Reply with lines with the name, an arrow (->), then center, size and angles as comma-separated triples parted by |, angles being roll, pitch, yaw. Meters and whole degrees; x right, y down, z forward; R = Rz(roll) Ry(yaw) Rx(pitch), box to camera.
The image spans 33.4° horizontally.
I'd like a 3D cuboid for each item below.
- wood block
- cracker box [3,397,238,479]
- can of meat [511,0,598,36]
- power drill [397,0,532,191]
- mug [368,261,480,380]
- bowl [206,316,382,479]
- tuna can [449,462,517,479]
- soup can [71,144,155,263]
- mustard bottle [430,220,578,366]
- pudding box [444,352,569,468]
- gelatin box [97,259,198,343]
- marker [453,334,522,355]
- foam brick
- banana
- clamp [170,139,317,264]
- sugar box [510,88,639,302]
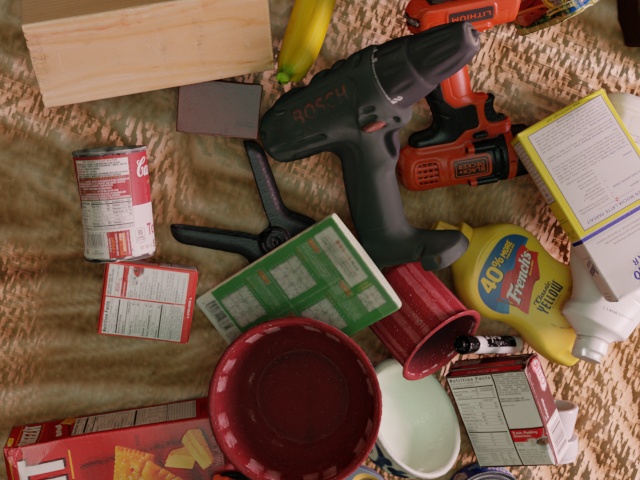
wood block -> -0.152, -0.193, 0.948 | 0.206, 0.091, 0.090 | -11, 134, -6
cracker box -> -0.183, 0.250, 1.031 | 0.213, 0.072, 0.164 | -8, 99, -6
can of meat -> 0.205, -0.245, 0.994 | 0.057, 0.102, 0.084 | -39, 104, -22
power drill -> 0.156, -0.143, 1.004 | 0.184, 0.057, 0.187 | -11, 114, -5
mug -> 0.099, 0.072, 1.029 | 0.082, 0.117, 0.093 | 49, 125, 28
bowl -> -0.021, 0.149, 0.993 | 0.162, 0.055, 0.162 | 0, 91, 8
tuna can -> 0.170, 0.273, 1.097 | 0.086, 0.034, 0.086 | -1, 98, -7
soup can -> -0.191, -0.035, 0.991 | 0.068, 0.068, 0.102 | -5, 99, -7
mustard bottle -> 0.189, 0.038, 1.054 | 0.191, 0.058, 0.096 | 32, 83, -10
pudding box -> 0.184, 0.169, 1.055 | 0.090, 0.039, 0.113 | -10, 108, 36
gelatin box -> -0.166, 0.057, 1.027 | 0.089, 0.030, 0.073 | 7, 98, -8
marker -> 0.164, 0.101, 1.039 | 0.020, 0.120, 0.020 | -4, 83, 35
foam brick -> -0.095, -0.124, 0.999 | 0.078, 0.051, 0.053 | 6, 98, -8
banana -> -0.001, -0.225, 0.988 | 0.037, 0.070, 0.198 | 19, 82, -11
clamp -> -0.057, 0.001, 1.029 | 0.120, 0.039, 0.171 | -39, 102, 10
sugar box -> 0.259, -0.041, 0.974 | 0.093, 0.048, 0.176 | -29, 87, -2
